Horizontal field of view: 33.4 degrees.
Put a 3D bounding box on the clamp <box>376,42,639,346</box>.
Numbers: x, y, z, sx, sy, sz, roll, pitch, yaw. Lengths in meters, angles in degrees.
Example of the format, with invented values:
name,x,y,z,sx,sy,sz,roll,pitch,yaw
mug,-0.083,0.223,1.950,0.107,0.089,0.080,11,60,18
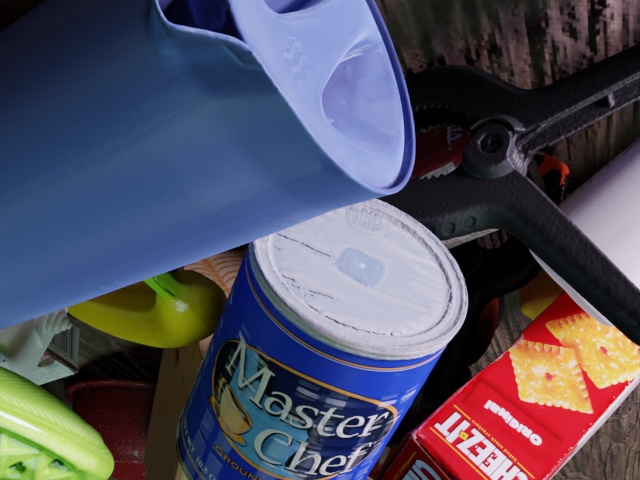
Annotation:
name,x,y,z,sx,sy,sz,roll,pitch,yaw
clamp,0.090,-0.031,0.519,0.210,0.164,0.036,1,159,24

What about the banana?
name,x,y,z,sx,sy,sz,roll,pitch,yaw
banana,-0.100,0.031,0.588,0.069,0.037,0.198,45,156,-20

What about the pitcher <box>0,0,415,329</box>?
name,x,y,z,sx,sy,sz,roll,pitch,yaw
pitcher,-0.087,-0.040,0.457,0.243,0.145,0.149,-22,126,26

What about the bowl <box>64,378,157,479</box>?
name,x,y,z,sx,sy,sz,roll,pitch,yaw
bowl,-0.127,0.159,0.840,0.162,0.055,0.162,7,156,3

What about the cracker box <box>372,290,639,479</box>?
name,x,y,z,sx,sy,sz,roll,pitch,yaw
cracker box,0.110,0.115,0.631,0.213,0.072,0.164,-33,158,-38

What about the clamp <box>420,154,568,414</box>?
name,x,y,z,sx,sy,sz,roll,pitch,yaw
clamp,0.076,0.007,0.655,0.171,0.120,0.039,-54,165,9

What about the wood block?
name,x,y,z,sx,sy,sz,roll,pitch,yaw
wood block,-0.055,0.111,0.691,0.090,0.091,0.206,0,134,-18

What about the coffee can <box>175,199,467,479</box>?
name,x,y,z,sx,sy,sz,roll,pitch,yaw
coffee can,-0.004,0.060,0.515,0.102,0.103,0.140,2,133,-26
